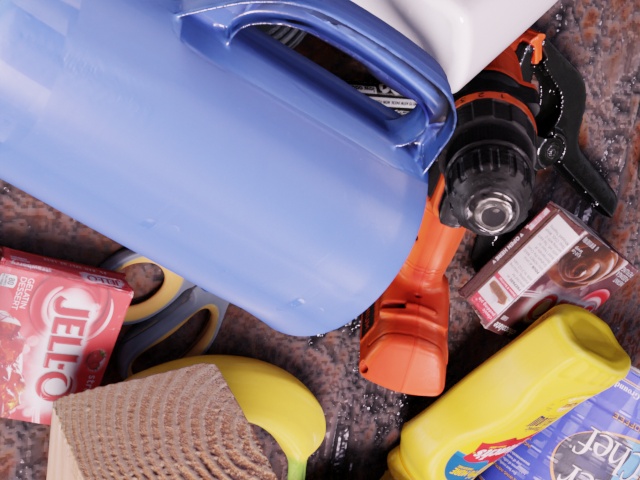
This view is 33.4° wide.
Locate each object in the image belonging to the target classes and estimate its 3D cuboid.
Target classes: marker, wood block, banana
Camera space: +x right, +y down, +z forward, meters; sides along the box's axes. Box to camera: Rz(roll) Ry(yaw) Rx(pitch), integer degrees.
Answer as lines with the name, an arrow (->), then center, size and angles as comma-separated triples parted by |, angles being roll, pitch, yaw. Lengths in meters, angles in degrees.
marker -> 0.046, -0.086, 0.650 | 0.120, 0.020, 0.020 | 0, 109, -32
wood block -> -0.096, 0.173, 0.581 | 0.090, 0.090, 0.206 | -11, 137, -28
banana -> -0.052, 0.103, 0.640 | 0.197, 0.037, 0.069 | 30, 77, -47

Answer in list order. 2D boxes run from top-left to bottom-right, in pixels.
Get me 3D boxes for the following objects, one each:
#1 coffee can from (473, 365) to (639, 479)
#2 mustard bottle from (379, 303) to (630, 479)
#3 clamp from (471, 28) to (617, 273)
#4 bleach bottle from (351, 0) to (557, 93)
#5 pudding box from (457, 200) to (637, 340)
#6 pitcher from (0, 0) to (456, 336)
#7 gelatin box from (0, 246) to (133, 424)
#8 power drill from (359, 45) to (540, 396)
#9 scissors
coffee can -> 0.188, 0.149, 0.783 | 0.102, 0.103, 0.140 | 29, 92, -37
mustard bottle -> 0.112, 0.120, 0.722 | 0.192, 0.058, 0.096 | -41, 153, 24
clamp -> 0.136, -0.055, 0.708 | 0.120, 0.039, 0.171 | -37, 125, -18
bleach bottle -> 0.111, -0.182, 0.599 | 0.250, 0.103, 0.068 | -44, 154, -31
pudding box -> 0.156, 0.028, 0.722 | 0.090, 0.039, 0.113 | -47, 144, 13
pitcher -> -0.063, -0.059, 0.494 | 0.242, 0.145, 0.149 | 29, 85, -40
gelatin box -> -0.149, 0.053, 0.568 | 0.073, 0.030, 0.089 | 15, 107, -27
power drill -> 0.072, -0.005, 0.601 | 0.057, 0.184, 0.188 | 17, 123, -2
scissors -> -0.054, 0.001, 0.626 | 0.201, 0.016, 0.096 | -48, 126, -7
